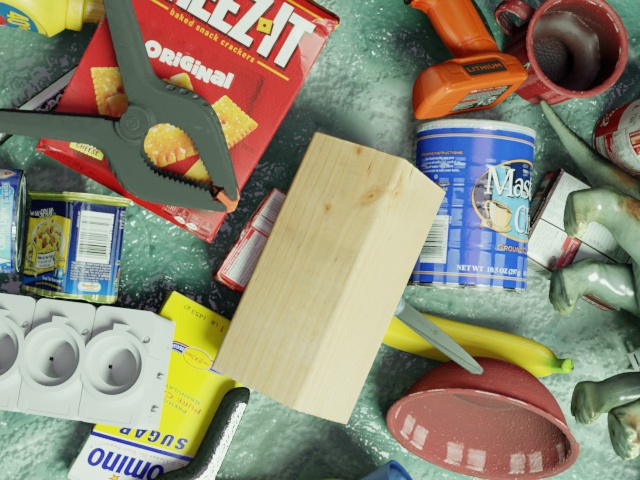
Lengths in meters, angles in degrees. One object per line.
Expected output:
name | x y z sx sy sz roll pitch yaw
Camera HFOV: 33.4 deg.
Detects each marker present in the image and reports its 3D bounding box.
marker | -0.235 -0.116 0.901 0.121 0.020 0.020 -38 94 -9

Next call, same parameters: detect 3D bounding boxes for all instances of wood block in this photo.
wood block | 0.008 0.030 0.853 0.090 0.090 0.206 21 86 33

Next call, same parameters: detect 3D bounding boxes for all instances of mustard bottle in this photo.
mustard bottle | -0.266 -0.202 0.861 0.191 0.096 0.058 8 86 -10

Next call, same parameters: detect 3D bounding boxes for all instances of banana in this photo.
banana | 0.120 0.086 0.927 0.198 0.069 0.037 11 69 12

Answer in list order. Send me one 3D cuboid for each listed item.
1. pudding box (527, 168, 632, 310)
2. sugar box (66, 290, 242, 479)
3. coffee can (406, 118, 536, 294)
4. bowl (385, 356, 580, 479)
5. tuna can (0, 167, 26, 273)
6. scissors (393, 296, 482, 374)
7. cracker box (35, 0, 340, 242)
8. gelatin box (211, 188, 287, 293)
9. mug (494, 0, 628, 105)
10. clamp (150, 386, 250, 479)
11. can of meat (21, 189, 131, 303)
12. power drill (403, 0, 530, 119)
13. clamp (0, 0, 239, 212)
pudding box | 0.239 0.000 0.970 0.113 0.039 0.090 30 83 -9
sugar box | -0.129 0.139 0.895 0.093 0.048 0.176 29 82 -8
coffee can | 0.130 -0.027 0.919 0.102 0.103 0.140 5 87 -10
bowl | 0.139 0.145 0.904 0.162 0.162 0.055 22 56 -8
tuna can | -0.257 -0.016 0.860 0.033 0.086 0.086 4 87 -12
scissors | 0.042 0.060 0.896 0.096 0.016 0.202 -38 61 6
cracker box | -0.107 -0.129 0.867 0.164 0.072 0.214 30 103 -7
gelatin box | -0.056 0.001 0.900 0.030 0.073 0.089 34 83 -6
mug | 0.203 -0.173 0.949 0.117 0.081 0.093 34 82 -7
clamp | -0.097 0.200 0.863 0.171 0.039 0.120 -28 98 -17
can of meat | -0.199 0.004 0.861 0.057 0.102 0.084 7 89 -38
power drill | 0.082 -0.197 0.897 0.184 0.057 0.188 -12 73 -32
clamp | -0.152 -0.089 0.821 0.165 0.036 0.210 -41 101 11
